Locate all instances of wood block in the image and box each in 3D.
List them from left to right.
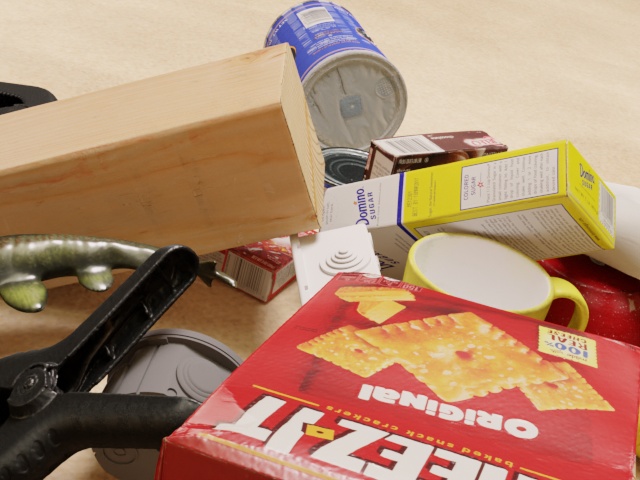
[{"bbox_3d":[-0.108,-0.043,0.666,0.206,0.090,0.091,-12,31,10],"label":"wood block"}]

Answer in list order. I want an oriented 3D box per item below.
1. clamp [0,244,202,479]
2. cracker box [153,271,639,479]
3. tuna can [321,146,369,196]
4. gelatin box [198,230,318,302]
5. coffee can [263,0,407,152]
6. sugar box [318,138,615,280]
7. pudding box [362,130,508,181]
[{"bbox_3d":[-0.118,0.079,0.489,0.171,0.039,0.120,-35,32,4],"label":"clamp"},{"bbox_3d":[0.047,0.088,0.456,0.164,0.072,0.213,15,19,15],"label":"cracker box"},{"bbox_3d":[0.027,-0.044,0.872,0.086,0.034,0.086,10,28,-6],"label":"tuna can"},{"bbox_3d":[-0.055,0.001,0.759,0.089,0.030,0.073,25,31,17],"label":"gelatin box"},{"bbox_3d":[0.010,-0.151,0.987,0.102,0.103,0.140,3,30,-18],"label":"coffee can"},{"bbox_3d":[0.096,-0.015,0.708,0.177,0.048,0.093,-7,-26,32],"label":"sugar box"},{"bbox_3d":[0.083,-0.036,0.823,0.113,0.090,0.039,-6,32,-30],"label":"pudding box"}]
